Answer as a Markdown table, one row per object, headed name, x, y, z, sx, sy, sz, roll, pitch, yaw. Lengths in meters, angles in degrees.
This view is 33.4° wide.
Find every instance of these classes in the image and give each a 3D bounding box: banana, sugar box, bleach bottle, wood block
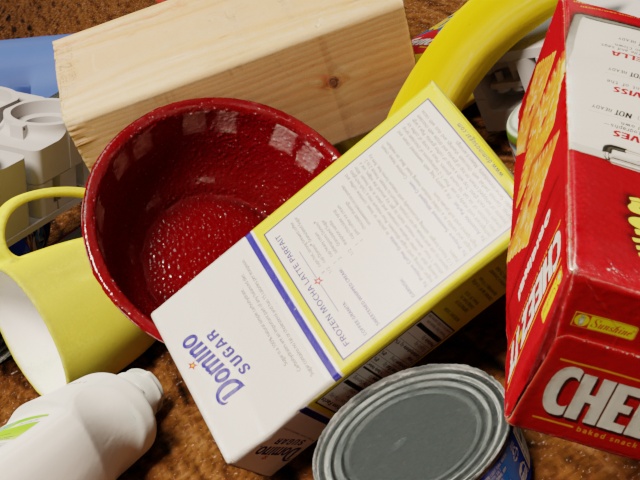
| name | x | y | z | sx | sy | sz | roll | pitch | yaw |
| --- | --- | --- | --- | --- | --- | --- | --- | --- | --- |
| banana | 0.081 | -0.090 | 0.617 | 0.198 | 0.037 | 0.070 | -51 | 38 | -3 |
| sugar box | 0.014 | 0.019 | 0.493 | 0.176 | 0.048 | 0.093 | -40 | 57 | 11 |
| bleach bottle | -0.143 | 0.117 | 0.472 | 0.103 | 0.068 | 0.250 | -17 | 9 | 30 |
| wood block | -0.050 | -0.101 | 0.666 | 0.206 | 0.091 | 0.090 | -19 | 46 | 0 |

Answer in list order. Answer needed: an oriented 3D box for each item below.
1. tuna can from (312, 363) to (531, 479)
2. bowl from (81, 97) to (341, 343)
| name | x | y | z | sx | sy | sz | roll | pitch | yaw |
| --- | --- | --- | --- | --- | --- | --- | --- | --- | --- |
| tuna can | 0.042 | 0.091 | 0.438 | 0.086 | 0.033 | 0.086 | -21 | 27 | 11 |
| bowl | -0.054 | 0.001 | 0.602 | 0.162 | 0.162 | 0.055 | -42 | -11 | -28 |
